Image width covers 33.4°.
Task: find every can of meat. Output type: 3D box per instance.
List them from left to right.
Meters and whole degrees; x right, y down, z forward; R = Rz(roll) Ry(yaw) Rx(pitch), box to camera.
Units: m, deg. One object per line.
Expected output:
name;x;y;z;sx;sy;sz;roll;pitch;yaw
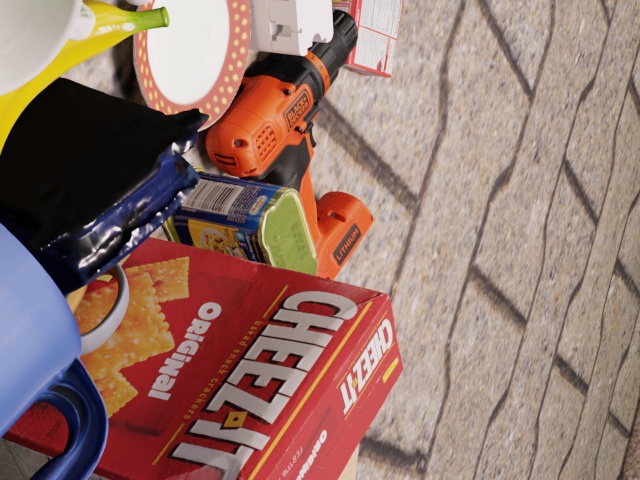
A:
can of meat;-0.055;0.001;0.768;0.057;0.084;0.102;-57;145;-35

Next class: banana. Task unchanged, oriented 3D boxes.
banana;-0.155;-0.084;0.559;0.197;0.070;0.037;-58;139;-45

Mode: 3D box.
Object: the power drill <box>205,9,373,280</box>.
power drill;-0.010;-0.069;0.856;0.184;0.057;0.187;-52;140;-34

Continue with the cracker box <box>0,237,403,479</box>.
cracker box;-0.085;0.080;0.603;0.164;0.214;0.072;-53;143;-38

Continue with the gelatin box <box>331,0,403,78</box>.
gelatin box;0.037;-0.183;0.925;0.089;0.030;0.073;-1;100;-62
